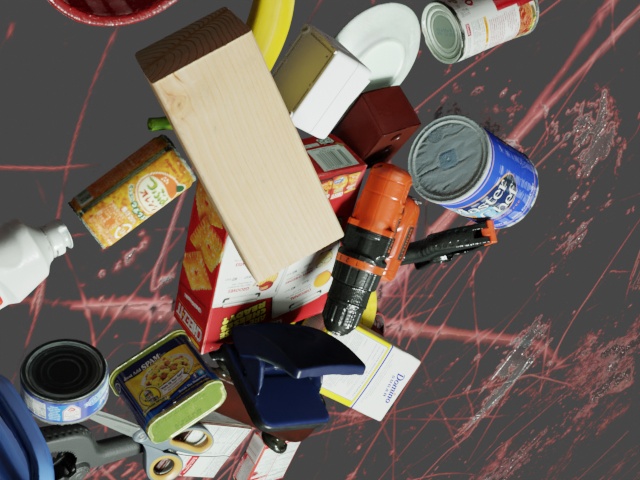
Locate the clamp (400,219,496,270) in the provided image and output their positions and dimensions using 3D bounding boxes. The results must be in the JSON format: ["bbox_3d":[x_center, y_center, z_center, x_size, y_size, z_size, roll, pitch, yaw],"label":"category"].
[{"bbox_3d":[0.145,0.010,1.298,0.172,0.039,0.120,-14,176,34],"label":"clamp"}]

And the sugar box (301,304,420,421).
[{"bbox_3d":[0.036,0.145,1.267,0.093,0.048,0.176,-55,137,1],"label":"sugar box"}]

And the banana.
[{"bbox_3d":[-0.071,-0.162,0.947,0.198,0.037,0.069,-52,146,13],"label":"banana"}]

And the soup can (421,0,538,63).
[{"bbox_3d":[0.162,-0.227,1.091,0.102,0.069,0.068,-25,142,-24],"label":"soup can"}]

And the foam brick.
[{"bbox_3d":[0.056,-0.115,1.096,0.052,0.051,0.078,-18,163,-32],"label":"foam brick"}]

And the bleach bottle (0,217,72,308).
[{"bbox_3d":[-0.325,0.040,0.884,0.250,0.068,0.103,-28,144,-26],"label":"bleach bottle"}]

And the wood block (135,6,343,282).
[{"bbox_3d":[-0.068,-0.080,0.916,0.091,0.090,0.206,-29,121,-5],"label":"wood block"}]

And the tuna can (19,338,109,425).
[{"bbox_3d":[-0.251,0.137,1.046,0.086,0.086,0.034,-20,139,-31],"label":"tuna can"}]

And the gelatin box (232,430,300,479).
[{"bbox_3d":[-0.071,0.293,1.455,0.073,0.030,0.089,-7,132,-44],"label":"gelatin box"}]

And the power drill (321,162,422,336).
[{"bbox_3d":[0.057,0.010,1.156,0.187,0.057,0.184,-7,118,-82],"label":"power drill"}]

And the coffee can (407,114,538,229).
[{"bbox_3d":[0.179,-0.077,1.241,0.103,0.103,0.140,-52,146,13],"label":"coffee can"}]

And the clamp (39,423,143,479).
[{"bbox_3d":[-0.268,0.246,1.191,0.164,0.036,0.210,-44,147,-9],"label":"clamp"}]

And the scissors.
[{"bbox_3d":[-0.207,0.233,1.206,0.201,0.016,0.096,16,114,-44],"label":"scissors"}]

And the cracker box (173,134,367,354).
[{"bbox_3d":[-0.057,0.001,1.112,0.163,0.072,0.214,-16,139,-34],"label":"cracker box"}]

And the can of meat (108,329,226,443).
[{"bbox_3d":[-0.165,0.160,1.161,0.102,0.084,0.057,-33,145,-16],"label":"can of meat"}]

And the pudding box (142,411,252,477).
[{"bbox_3d":[-0.150,0.248,1.316,0.090,0.039,0.113,-53,147,12],"label":"pudding box"}]
